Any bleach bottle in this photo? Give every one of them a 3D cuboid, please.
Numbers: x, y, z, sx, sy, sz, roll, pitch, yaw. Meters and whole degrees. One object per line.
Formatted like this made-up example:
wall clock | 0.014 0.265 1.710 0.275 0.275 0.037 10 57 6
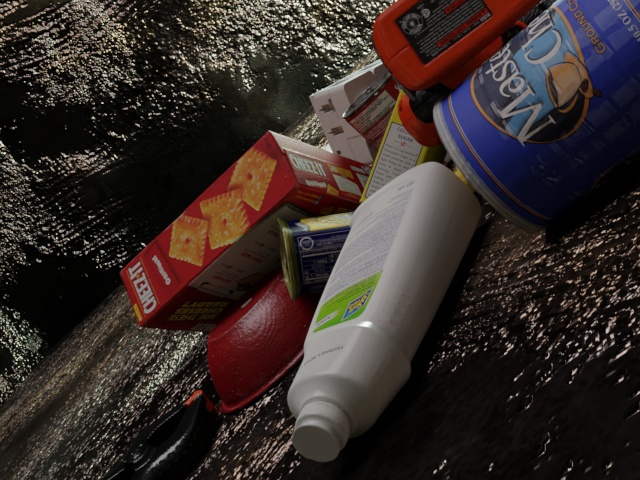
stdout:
bleach bottle | 0.032 0.048 0.691 0.103 0.068 0.250 -37 14 38

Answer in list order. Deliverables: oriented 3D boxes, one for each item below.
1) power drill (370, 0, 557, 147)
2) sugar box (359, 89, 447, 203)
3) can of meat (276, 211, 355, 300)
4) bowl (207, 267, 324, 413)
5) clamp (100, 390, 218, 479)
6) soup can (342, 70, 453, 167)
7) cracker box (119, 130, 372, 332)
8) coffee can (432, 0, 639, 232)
power drill | 0.119 -0.138 0.715 0.184 0.057 0.187 -37 -15 12
sugar box | 0.090 -0.106 0.879 0.176 0.048 0.093 -68 -13 9
can of meat | 0.011 0.008 0.864 0.084 0.057 0.102 -9 9 -5
bowl | -0.048 0.075 0.941 0.162 0.055 0.162 -43 9 8
clamp | -0.153 0.194 0.888 0.120 0.039 0.171 -8 29 39
soup can | 0.080 -0.106 1.030 0.068 0.102 0.068 -43 9 8
cracker box | -0.057 0.001 0.996 0.214 0.072 0.163 -40 -29 26
coffee can | 0.151 -0.086 0.625 0.140 0.103 0.102 -40 10 27
